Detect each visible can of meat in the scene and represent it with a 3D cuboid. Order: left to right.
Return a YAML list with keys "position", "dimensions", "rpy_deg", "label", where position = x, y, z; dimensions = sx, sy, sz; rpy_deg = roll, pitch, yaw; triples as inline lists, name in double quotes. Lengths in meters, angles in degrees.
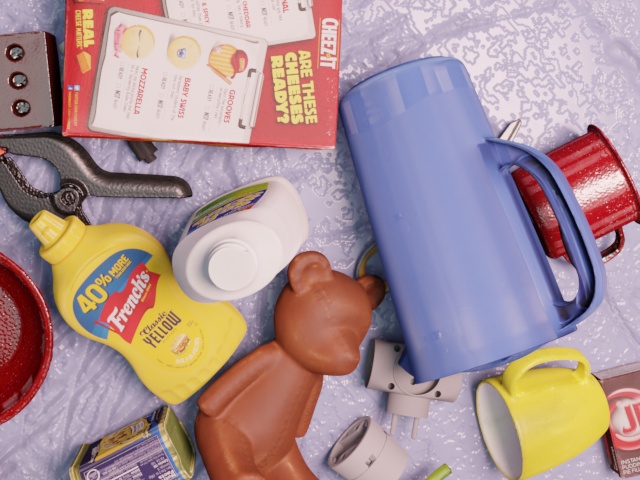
- position: [-0.152, 0.183, 0.881]
  dimensions: [0.084, 0.102, 0.057]
  rpy_deg: [-28, 96, -2]
  label: "can of meat"

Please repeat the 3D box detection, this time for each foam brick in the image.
- position: [-0.241, -0.129, 0.866]
  dimensions: [0.053, 0.051, 0.078]
  rpy_deg: [-6, 96, -3]
  label: "foam brick"

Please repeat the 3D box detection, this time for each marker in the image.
- position: [-0.175, -0.115, 0.887]
  dimensions: [0.020, 0.020, 0.121]
  rpy_deg: [-34, 97, 1]
  label: "marker"

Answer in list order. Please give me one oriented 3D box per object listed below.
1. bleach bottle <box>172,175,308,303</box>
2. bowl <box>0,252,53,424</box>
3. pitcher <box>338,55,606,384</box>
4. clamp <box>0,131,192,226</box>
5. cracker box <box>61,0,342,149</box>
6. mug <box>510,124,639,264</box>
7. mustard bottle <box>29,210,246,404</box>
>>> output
- position: [-0.055, 0.001, 0.789]
  dimensions: [0.102, 0.251, 0.068]
  rpy_deg: [-22, 97, -1]
  label: "bleach bottle"
- position: [-0.298, 0.076, 0.883]
  dimensions: [0.162, 0.055, 0.162]
  rpy_deg: [0, 96, -3]
  label: "bowl"
- position: [0.109, -0.020, 0.838]
  dimensions: [0.149, 0.145, 0.243]
  rpy_deg: [-18, 84, -9]
  label: "pitcher"
- position: [-0.195, -0.042, 0.885]
  dimensions: [0.171, 0.039, 0.120]
  rpy_deg: [41, 91, -11]
  label: "clamp"
- position: [-0.094, -0.158, 0.851]
  dimensions: [0.213, 0.072, 0.164]
  rpy_deg: [2, 95, -10]
  label: "cracker box"
- position: [0.213, -0.028, 0.887]
  dimensions: [0.081, 0.093, 0.117]
  rpy_deg: [-27, 117, 5]
  label: "mug"
- position: [-0.156, 0.043, 0.859]
  dimensions: [0.096, 0.058, 0.191]
  rpy_deg: [-46, 114, 1]
  label: "mustard bottle"
